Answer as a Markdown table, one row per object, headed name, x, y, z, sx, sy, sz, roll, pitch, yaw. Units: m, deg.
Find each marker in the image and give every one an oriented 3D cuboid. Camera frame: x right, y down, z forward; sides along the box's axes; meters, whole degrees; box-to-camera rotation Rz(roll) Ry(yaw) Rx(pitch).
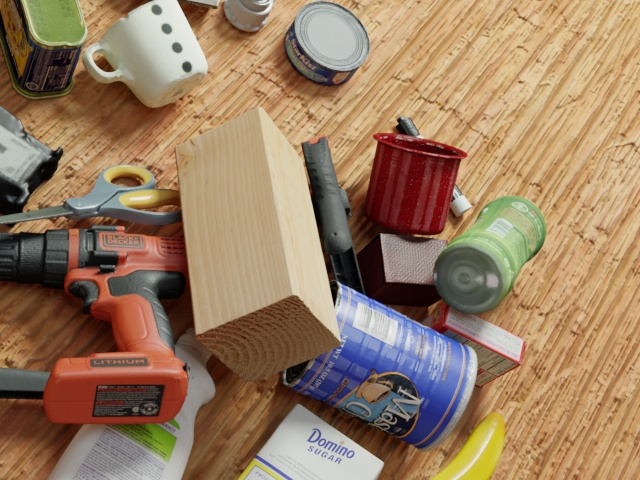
| name | x | y | z | sx | sy | sz | roll | pitch | yaw |
| --- | --- | --- | --- | --- | --- | --- | --- | --- | --- |
| marker | 0.116 | -0.079 | 1.113 | 0.020 | 0.020 | 0.121 | -28 | 80 | -33 |

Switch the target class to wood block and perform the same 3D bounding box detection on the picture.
| name | x | y | z | sx | sy | sz | roll | pitch | yaw |
| --- | --- | --- | --- | --- | --- | --- | --- | --- | --- |
| wood block | -0.056 | 0.002 | 0.901 | 0.090 | 0.091 | 0.206 | 50 | 21 | -48 |

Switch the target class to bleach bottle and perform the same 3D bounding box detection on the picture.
| name | x | y | z | sx | sy | sz | roll | pitch | yaw |
| --- | --- | --- | --- | --- | --- | --- | --- | --- | --- |
| bleach bottle | -0.146 | 0.176 | 0.840 | 0.102 | 0.068 | 0.250 | 35 | 54 | -7 |

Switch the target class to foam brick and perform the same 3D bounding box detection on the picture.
| name | x | y | z | sx | sy | sz | roll | pitch | yaw |
| --- | --- | --- | --- | --- | --- | --- | --- | --- | --- |
| foam brick | 0.082 | 0.029 | 1.024 | 0.078 | 0.051 | 0.053 | 6 | 63 | -23 |

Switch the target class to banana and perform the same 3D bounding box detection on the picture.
| name | x | y | z | sx | sy | sz | roll | pitch | yaw |
| --- | --- | --- | --- | --- | --- | --- | --- | --- | --- |
| banana | 0.103 | 0.215 | 0.952 | 0.197 | 0.037 | 0.069 | -17 | 74 | -31 |

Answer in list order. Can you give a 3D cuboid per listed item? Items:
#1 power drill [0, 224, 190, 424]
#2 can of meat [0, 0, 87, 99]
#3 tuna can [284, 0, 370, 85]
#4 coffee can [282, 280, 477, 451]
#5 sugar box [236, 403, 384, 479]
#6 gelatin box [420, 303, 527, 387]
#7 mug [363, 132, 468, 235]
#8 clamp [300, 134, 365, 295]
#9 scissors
| name | x | y | z | sx | sy | sz | roll | pitch | yaw |
| --- | --- | --- | --- | --- | --- | --- | --- | --- | --- |
| power drill | -0.181 | 0.058 | 0.844 | 0.184 | 0.057 | 0.188 | 1 | 40 | -15 |
| can of meat | -0.250 | -0.192 | 0.956 | 0.057 | 0.084 | 0.102 | -11 | 71 | -29 |
| tuna can | 0.007 | -0.205 | 1.114 | 0.086 | 0.034 | 0.086 | 11 | 62 | -21 |
| coffee can | 0.052 | 0.111 | 0.939 | 0.140 | 0.103 | 0.102 | 27 | 58 | -11 |
| sugar box | -0.034 | 0.227 | 0.867 | 0.093 | 0.048 | 0.176 | 34 | 52 | 13 |
| gelatin box | 0.137 | 0.099 | 1.003 | 0.089 | 0.073 | 0.030 | 26 | 57 | -12 |
| mug | 0.089 | -0.057 | 1.044 | 0.093 | 0.117 | 0.081 | 12 | 104 | 3 |
| clamp | 0.012 | -0.020 | 1.005 | 0.039 | 0.120 | 0.171 | -9 | 49 | -1 |
| scissors | -0.207 | -0.037 | 0.908 | 0.201 | 0.016 | 0.096 | -1 | 33 | -31 |
